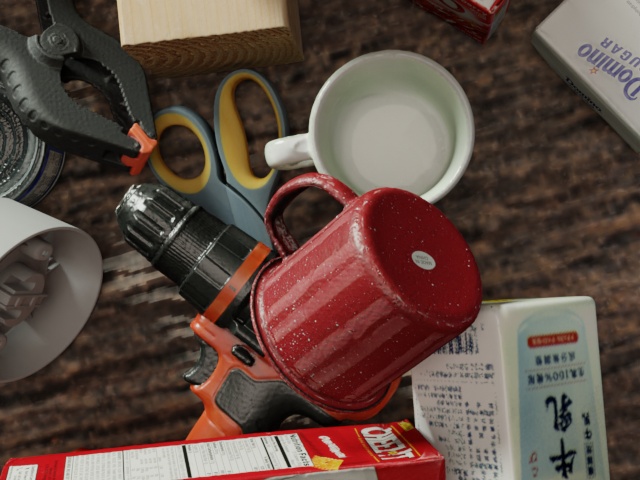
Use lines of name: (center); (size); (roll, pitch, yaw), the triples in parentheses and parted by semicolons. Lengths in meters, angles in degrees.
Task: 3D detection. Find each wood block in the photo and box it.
wood block: (-0.067, -0.204, 0.598); (0.091, 0.090, 0.206); (-6, 87, 5)

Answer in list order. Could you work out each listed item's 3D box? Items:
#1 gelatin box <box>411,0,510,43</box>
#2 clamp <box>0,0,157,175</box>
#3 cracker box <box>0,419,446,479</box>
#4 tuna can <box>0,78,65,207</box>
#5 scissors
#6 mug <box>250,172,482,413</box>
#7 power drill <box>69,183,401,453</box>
gelatin box: (0.063, -0.150, 0.591); (0.089, 0.073, 0.030); (34, 91, 6)
clamp: (-0.152, -0.114, 0.614); (0.171, 0.039, 0.120); (41, 62, -4)
cracker box: (-0.047, 0.184, 0.538); (0.213, 0.072, 0.164); (-4, 101, -11)
tuna can: (-0.197, -0.057, 0.633); (0.086, 0.033, 0.086); (0, 88, 6)
scissors: (-0.054, 0.001, 0.627); (0.096, 0.016, 0.202); (-1, 93, 12)
mug: (0.019, 0.017, 0.531); (0.082, 0.093, 0.117); (-41, 81, 38)
power drill: (-0.076, 0.085, 0.594); (0.184, 0.057, 0.188); (37, 96, 0)
